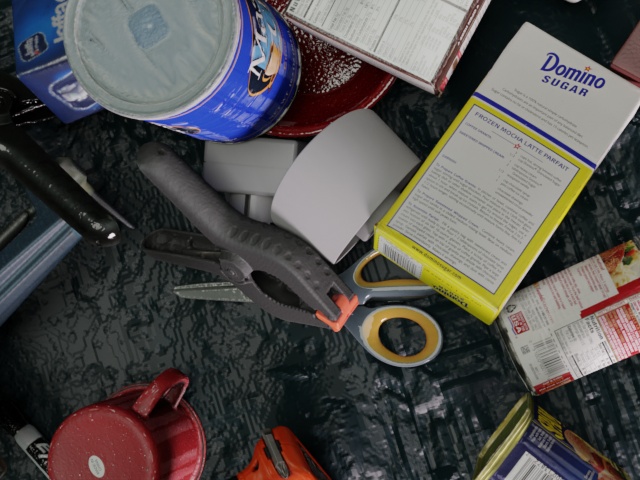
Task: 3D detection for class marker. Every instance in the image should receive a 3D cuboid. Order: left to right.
[{"bbox_3d":[-0.200,0.164,0.789,0.121,0.020,0.020,45,98,10],"label":"marker"}]

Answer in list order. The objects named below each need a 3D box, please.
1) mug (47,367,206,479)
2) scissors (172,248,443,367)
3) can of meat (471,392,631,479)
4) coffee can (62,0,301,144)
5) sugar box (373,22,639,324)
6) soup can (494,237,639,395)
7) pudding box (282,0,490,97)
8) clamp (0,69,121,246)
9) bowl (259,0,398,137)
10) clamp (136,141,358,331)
[{"bbox_3d":[-0.130,0.140,0.742,0.093,0.081,0.117,36,97,11],"label":"mug"},{"bbox_3d":[-0.001,0.054,0.747,0.202,0.016,0.096,-15,85,13],"label":"scissors"},{"bbox_3d":[0.146,0.147,0.668,0.084,0.102,0.057,37,96,9],"label":"can of meat"},{"bbox_3d":[-0.078,-0.116,0.649,0.103,0.140,0.103,0,89,14],"label":"coffee can"},{"bbox_3d":[0.120,-0.044,0.681,0.093,0.048,0.176,35,74,12],"label":"sugar box"},{"bbox_3d":[0.169,0.050,0.681,0.102,0.068,0.068,-26,83,12],"label":"soup can"},{"bbox_3d":[0.045,-0.156,0.673,0.113,0.039,0.090,29,96,14],"label":"pudding box"},{"bbox_3d":[-0.214,-0.073,0.716,0.209,0.036,0.164,7,50,-11],"label":"clamp"},{"bbox_3d":[-0.011,-0.148,0.734,0.162,0.055,0.162,0,89,13],"label":"bowl"},{"bbox_3d":[-0.055,0.001,0.706,0.172,0.120,0.039,23,62,18],"label":"clamp"}]
